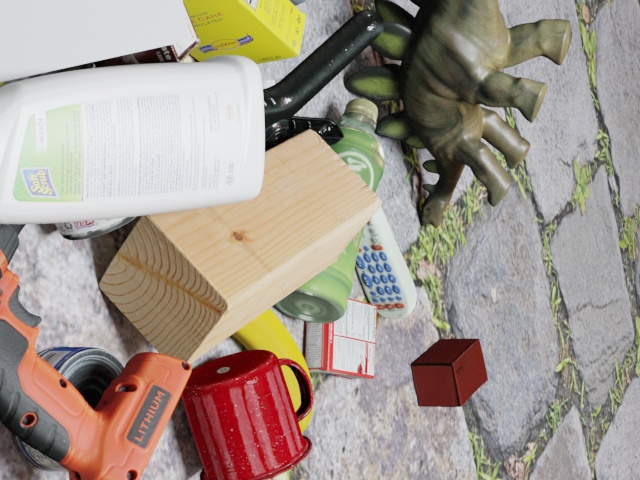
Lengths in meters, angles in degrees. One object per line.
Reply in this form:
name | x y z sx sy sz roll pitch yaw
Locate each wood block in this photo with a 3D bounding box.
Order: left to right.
wood block | -0.055 0.000 0.819 0.091 0.090 0.205 46 40 9

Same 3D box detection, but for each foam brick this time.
foam brick | 0.143 0.145 1.180 0.078 0.051 0.053 -27 108 -55

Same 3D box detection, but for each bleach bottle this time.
bleach bottle | -0.150 -0.062 0.642 0.250 0.068 0.102 -7 98 -40

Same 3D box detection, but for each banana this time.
banana | -0.047 0.100 0.908 0.069 0.037 0.197 -55 130 -44

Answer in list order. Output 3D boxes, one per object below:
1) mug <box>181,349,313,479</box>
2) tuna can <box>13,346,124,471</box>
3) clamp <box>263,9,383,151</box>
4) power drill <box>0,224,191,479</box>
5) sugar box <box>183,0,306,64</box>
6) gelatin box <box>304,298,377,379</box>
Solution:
mug | -0.053 0.133 0.843 0.117 0.093 0.081 -23 102 -35
tuna can | -0.167 0.115 0.728 0.086 0.034 0.086 9 79 -56
clamp | -0.043 -0.092 0.878 0.209 0.036 0.165 -33 161 -20
power drill | -0.173 0.059 0.664 0.187 0.057 0.184 40 54 -22
sugar box | -0.097 -0.192 0.814 0.176 0.093 0.048 30 61 -51
gelatin box | 0.020 0.093 1.018 0.089 0.030 0.073 19 70 -55
